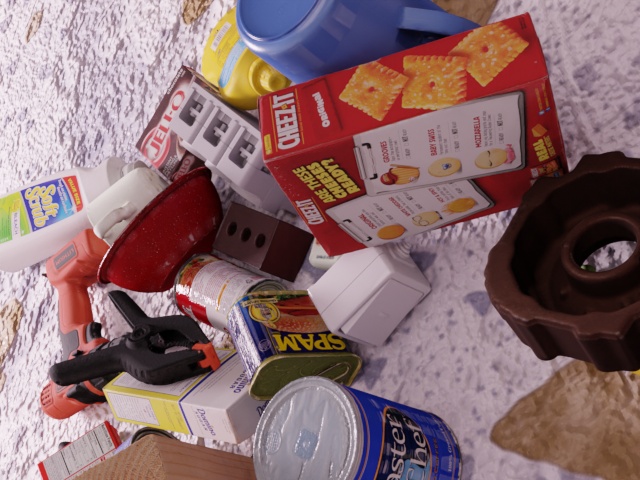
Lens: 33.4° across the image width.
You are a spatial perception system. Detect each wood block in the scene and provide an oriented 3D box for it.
[{"bbox_3d":[-0.098,0.229,0.871,0.091,0.205,0.090,-31,60,17],"label":"wood block"}]

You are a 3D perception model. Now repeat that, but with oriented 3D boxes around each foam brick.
[{"bbox_3d":[-0.057,0.001,1.047,0.078,0.051,0.053,21,88,44],"label":"foam brick"}]

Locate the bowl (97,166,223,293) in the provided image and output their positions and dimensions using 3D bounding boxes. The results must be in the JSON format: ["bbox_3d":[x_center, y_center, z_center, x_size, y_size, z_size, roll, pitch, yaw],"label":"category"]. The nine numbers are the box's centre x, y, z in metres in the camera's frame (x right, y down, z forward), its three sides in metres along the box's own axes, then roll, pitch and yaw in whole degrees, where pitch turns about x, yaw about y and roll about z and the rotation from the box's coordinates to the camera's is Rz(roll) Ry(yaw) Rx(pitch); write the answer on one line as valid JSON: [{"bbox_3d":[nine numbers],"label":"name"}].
[{"bbox_3d":[-0.150,0.002,1.087,0.055,0.162,0.162,43,105,7],"label":"bowl"}]

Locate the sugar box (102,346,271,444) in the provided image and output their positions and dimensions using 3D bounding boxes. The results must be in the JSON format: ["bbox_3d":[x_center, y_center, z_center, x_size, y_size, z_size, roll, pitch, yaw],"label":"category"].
[{"bbox_3d":[-0.114,0.142,1.015,0.177,0.093,0.048,4,121,41],"label":"sugar box"}]

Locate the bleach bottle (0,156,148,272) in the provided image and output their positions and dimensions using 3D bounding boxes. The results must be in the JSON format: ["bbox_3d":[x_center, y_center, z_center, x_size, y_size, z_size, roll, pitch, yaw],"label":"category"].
[{"bbox_3d":[-0.302,-0.045,1.276,0.251,0.068,0.102,-22,60,31],"label":"bleach bottle"}]

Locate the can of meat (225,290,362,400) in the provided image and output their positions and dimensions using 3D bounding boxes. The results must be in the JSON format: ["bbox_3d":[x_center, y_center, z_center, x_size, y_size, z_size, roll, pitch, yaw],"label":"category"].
[{"bbox_3d":[-0.026,0.091,0.950,0.058,0.101,0.084,-64,37,36],"label":"can of meat"}]

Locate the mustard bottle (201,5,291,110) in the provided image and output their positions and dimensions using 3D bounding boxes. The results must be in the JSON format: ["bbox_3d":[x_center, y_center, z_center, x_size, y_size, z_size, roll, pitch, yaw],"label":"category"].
[{"bbox_3d":[-0.068,-0.183,1.086,0.096,0.058,0.192,-55,26,9],"label":"mustard bottle"}]

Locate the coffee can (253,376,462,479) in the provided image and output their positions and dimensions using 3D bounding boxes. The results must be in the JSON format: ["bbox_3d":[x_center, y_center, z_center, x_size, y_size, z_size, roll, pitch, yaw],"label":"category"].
[{"bbox_3d":[0.031,0.171,0.840,0.103,0.140,0.103,-17,62,36],"label":"coffee can"}]

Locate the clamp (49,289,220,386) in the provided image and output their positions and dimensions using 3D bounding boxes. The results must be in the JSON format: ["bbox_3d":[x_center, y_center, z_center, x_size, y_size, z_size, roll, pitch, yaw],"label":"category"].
[{"bbox_3d":[-0.177,0.107,1.020,0.172,0.039,0.120,11,54,38],"label":"clamp"}]

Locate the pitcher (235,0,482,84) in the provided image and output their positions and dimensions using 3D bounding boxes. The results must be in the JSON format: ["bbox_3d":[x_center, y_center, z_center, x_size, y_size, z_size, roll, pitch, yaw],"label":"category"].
[{"bbox_3d":[0.055,-0.157,0.881,0.149,0.242,0.145,-45,50,18],"label":"pitcher"}]

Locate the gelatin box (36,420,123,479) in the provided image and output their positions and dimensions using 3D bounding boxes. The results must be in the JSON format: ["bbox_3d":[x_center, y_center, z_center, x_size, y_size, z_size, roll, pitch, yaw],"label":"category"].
[{"bbox_3d":[-0.241,0.241,1.106,0.089,0.030,0.073,-32,50,-5],"label":"gelatin box"}]

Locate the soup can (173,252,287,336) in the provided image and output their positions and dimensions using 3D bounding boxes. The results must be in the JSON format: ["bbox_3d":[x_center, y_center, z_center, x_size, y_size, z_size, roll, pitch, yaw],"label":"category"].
[{"bbox_3d":[-0.086,0.057,1.040,0.102,0.068,0.068,19,86,43],"label":"soup can"}]

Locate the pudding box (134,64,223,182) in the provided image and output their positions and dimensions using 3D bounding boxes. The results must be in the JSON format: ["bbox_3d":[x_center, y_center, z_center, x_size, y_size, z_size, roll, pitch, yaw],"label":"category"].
[{"bbox_3d":[-0.150,-0.127,1.189,0.090,0.039,0.113,41,101,43],"label":"pudding box"}]

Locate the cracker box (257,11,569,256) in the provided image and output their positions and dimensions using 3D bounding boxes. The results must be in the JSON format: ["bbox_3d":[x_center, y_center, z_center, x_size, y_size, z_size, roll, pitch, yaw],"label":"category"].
[{"bbox_3d":[0.078,-0.076,0.839,0.214,0.164,0.072,-15,58,12],"label":"cracker box"}]

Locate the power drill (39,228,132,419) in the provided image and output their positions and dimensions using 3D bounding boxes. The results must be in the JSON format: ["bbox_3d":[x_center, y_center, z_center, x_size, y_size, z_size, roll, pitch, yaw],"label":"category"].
[{"bbox_3d":[-0.248,0.085,1.166,0.185,0.057,0.187,-32,53,37],"label":"power drill"}]
